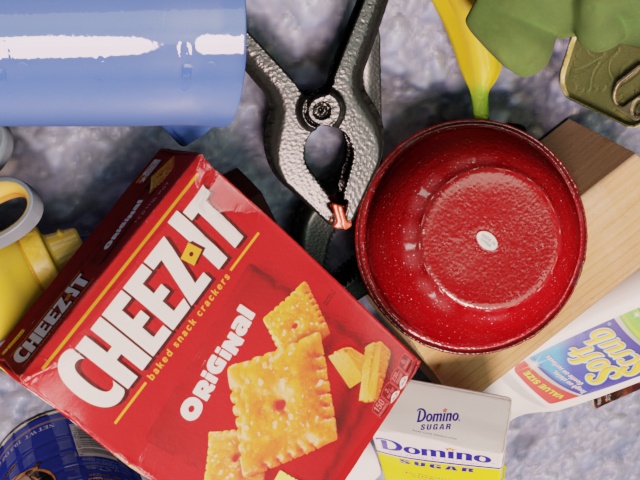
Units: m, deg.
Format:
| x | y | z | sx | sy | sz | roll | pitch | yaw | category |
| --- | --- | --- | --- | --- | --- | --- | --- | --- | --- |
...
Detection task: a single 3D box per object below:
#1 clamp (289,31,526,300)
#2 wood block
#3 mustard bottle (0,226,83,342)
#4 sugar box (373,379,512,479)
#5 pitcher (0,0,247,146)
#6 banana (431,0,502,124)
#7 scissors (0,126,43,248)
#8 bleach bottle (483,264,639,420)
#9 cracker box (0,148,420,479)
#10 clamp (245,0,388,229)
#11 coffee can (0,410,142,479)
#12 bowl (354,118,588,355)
| x | y | z | sx | sy | sz | roll | pitch | yaw | category |
| --- | --- | --- | --- | --- | --- | --- | --- | --- | --- |
| 0.049 | -0.031 | 0.761 | 0.164 | 0.036 | 0.210 | 21 | 101 | -28 | clamp |
| 0.145 | 0.016 | 0.793 | 0.206 | 0.091 | 0.090 | -38 | 123 | -3 | wood block |
| -0.231 | 0.041 | 0.639 | 0.191 | 0.096 | 0.058 | -26 | 121 | -11 | mustard bottle |
| 0.090 | 0.153 | 0.786 | 0.176 | 0.093 | 0.048 | 70 | 31 | -65 | sugar box |
| -0.166 | -0.131 | 0.571 | 0.242 | 0.145 | 0.149 | -5 | 81 | -18 | pitcher |
| 0.079 | -0.169 | 0.695 | 0.037 | 0.069 | 0.197 | -17 | 129 | 27 | banana |
| -0.261 | -0.021 | 0.635 | 0.202 | 0.096 | 0.016 | -7 | 158 | 8 | scissors |
| 0.204 | 0.086 | 0.831 | 0.251 | 0.068 | 0.102 | -29 | 120 | 10 | bleach bottle |
| -0.059 | 0.074 | 0.651 | 0.213 | 0.072 | 0.164 | 44 | 73 | -27 | cracker box |
| -0.012 | -0.091 | 0.688 | 0.120 | 0.039 | 0.171 | -2 | 104 | 0 | clamp |
| -0.161 | 0.192 | 0.713 | 0.102 | 0.140 | 0.103 | -9 | 117 | -20 | coffee can |
| 0.105 | -0.002 | 0.701 | 0.162 | 0.055 | 0.162 | 0 | 91 | -5 | bowl |
